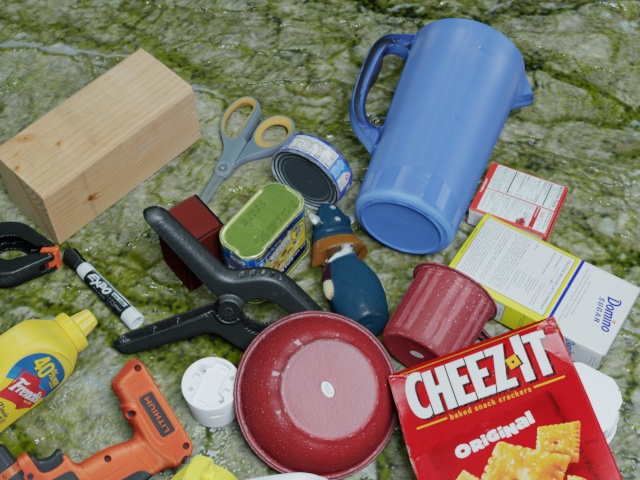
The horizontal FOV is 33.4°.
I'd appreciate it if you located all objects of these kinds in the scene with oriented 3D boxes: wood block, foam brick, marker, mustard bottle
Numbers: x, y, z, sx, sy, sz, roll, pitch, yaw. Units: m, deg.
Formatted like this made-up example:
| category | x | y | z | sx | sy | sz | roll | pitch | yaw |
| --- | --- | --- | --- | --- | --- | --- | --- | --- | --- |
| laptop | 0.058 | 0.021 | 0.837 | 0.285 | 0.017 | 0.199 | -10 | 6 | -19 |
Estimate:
| category | x | y | z | sx | sy | sz | roll | pitch | yaw |
| --- | --- | --- | --- | --- | --- | --- | --- | --- | --- |
| wood block | -0.239 | -0.104 | 1.165 | 0.090 | 0.091 | 0.205 | 39 | 65 | 23 |
| foam brick | -0.131 | 0.003 | 1.099 | 0.053 | 0.078 | 0.051 | -34 | 61 | -22 |
| marker | -0.227 | 0.048 | 1.106 | 0.020 | 0.020 | 0.121 | -39 | 64 | -22 |
| mustard bottle | -0.292 | 0.129 | 1.006 | 0.191 | 0.096 | 0.058 | -39 | 60 | -23 |

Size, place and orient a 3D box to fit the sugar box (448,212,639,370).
| category | x | y | z | sx | sy | sz | roll | pitch | yaw |
| --- | --- | --- | --- | --- | --- | --- | --- | --- | --- |
| sugar box | 0.221 | 0.051 | 1.079 | 0.176 | 0.048 | 0.093 | 30 | 61 | 15 |

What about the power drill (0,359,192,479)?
| category | x | y | z | sx | sy | sz | roll | pitch | yaw |
| --- | --- | --- | --- | --- | --- | --- | --- | --- | --- |
| power drill | -0.224 | 0.187 | 0.953 | 0.187 | 0.057 | 0.184 | -33 | 94 | -20 |

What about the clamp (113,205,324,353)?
| category | x | y | z | sx | sy | sz | roll | pitch | yaw |
| --- | --- | --- | --- | --- | --- | --- | --- | --- | --- |
| clamp | -0.097 | 0.068 | 1.047 | 0.210 | 0.165 | 0.036 | 20 | 27 | -10 |

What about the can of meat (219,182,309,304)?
| category | x | y | z | sx | sy | sz | roll | pitch | yaw |
| --- | --- | --- | --- | --- | --- | --- | --- | --- | --- |
| can of meat | -0.057 | 0.001 | 1.094 | 0.057 | 0.084 | 0.102 | 31 | 62 | 20 |

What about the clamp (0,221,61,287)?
| category | x | y | z | sx | sy | sz | roll | pitch | yaw |
| --- | --- | --- | --- | --- | --- | --- | --- | --- | --- |
| clamp | -0.362 | 0.020 | 1.116 | 0.171 | 0.039 | 0.120 | 9 | 58 | 7 |

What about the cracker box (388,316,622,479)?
| category | x | y | z | sx | sy | sz | roll | pitch | yaw |
| --- | --- | --- | --- | --- | --- | --- | --- | --- | --- |
| cracker box | 0.166 | 0.191 | 0.922 | 0.164 | 0.072 | 0.214 | -21 | 54 | 7 |

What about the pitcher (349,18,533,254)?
| category | x | y | z | sx | sy | sz | roll | pitch | yaw |
| --- | --- | --- | --- | --- | --- | --- | --- | --- | --- |
| pitcher | 0.115 | -0.113 | 1.142 | 0.149 | 0.145 | 0.242 | -2 | 52 | 39 |

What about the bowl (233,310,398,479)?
| category | x | y | z | sx | sy | sz | roll | pitch | yaw |
| --- | --- | --- | --- | --- | --- | --- | --- | --- | --- |
| bowl | 0.003 | 0.140 | 0.982 | 0.162 | 0.055 | 0.162 | 3 | 75 | -12 |

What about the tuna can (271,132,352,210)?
| category | x | y | z | sx | sy | sz | roll | pitch | yaw |
| --- | --- | --- | --- | --- | --- | --- | --- | --- | --- |
| tuna can | -0.009 | -0.074 | 1.143 | 0.086 | 0.086 | 0.033 | 27 | 59 | 18 |

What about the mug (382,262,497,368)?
| category | x | y | z | sx | sy | sz | roll | pitch | yaw |
| --- | --- | --- | --- | --- | --- | --- | --- | --- | --- |
| mug | 0.121 | 0.089 | 1.039 | 0.117 | 0.093 | 0.081 | 41 | 65 | -16 |

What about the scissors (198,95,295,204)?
| category | x | y | z | sx | sy | sz | roll | pitch | yaw |
| --- | --- | --- | --- | --- | --- | --- | --- | --- | --- |
| scissors | -0.088 | -0.081 | 1.191 | 0.096 | 0.016 | 0.201 | 9 | 57 | 7 |

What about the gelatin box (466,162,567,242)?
| category | x | y | z | sx | sy | sz | roll | pitch | yaw |
| --- | --- | --- | --- | --- | --- | --- | --- | --- | --- |
| gelatin box | 0.212 | -0.037 | 1.147 | 0.089 | 0.030 | 0.073 | 21 | 58 | 15 |
